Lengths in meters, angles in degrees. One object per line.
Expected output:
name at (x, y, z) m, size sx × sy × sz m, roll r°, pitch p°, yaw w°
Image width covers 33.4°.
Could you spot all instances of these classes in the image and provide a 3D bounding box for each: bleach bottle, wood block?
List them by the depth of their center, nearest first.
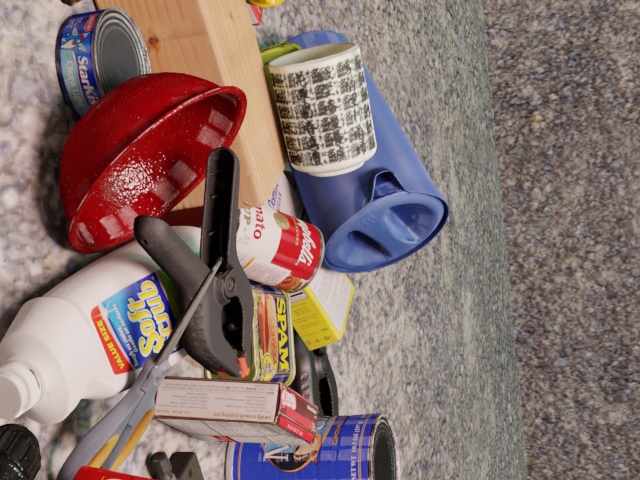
bleach bottle at (-0.145, 0.066, 0.738) m, size 0.250 × 0.068 × 0.102 m, roll -40°, pitch 125°, yaw -65°
wood block at (-0.102, -0.133, 0.878) m, size 0.090 × 0.091 × 0.206 m, roll -68°, pitch 148°, yaw -55°

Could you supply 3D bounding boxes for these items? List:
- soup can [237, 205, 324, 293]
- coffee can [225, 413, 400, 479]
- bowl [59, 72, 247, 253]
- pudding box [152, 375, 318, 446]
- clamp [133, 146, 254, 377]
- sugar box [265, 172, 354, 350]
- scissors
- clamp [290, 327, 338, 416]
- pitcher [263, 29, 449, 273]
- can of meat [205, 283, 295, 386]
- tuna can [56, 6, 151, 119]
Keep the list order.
soup can at (-0.056, 0.001, 0.959) m, size 0.102 × 0.069 × 0.068 m, roll 23°, pitch 60°, yaw -38°
coffee can at (-0.005, 0.216, 0.999) m, size 0.102 × 0.140 × 0.103 m, roll -5°, pitch 90°, yaw -72°
bowl at (-0.128, -0.065, 0.750) m, size 0.055 × 0.162 × 0.162 m, roll 47°, pitch 15°, yaw 10°
pudding box at (-0.069, 0.139, 0.868) m, size 0.090 × 0.114 × 0.039 m, roll 50°, pitch 42°, yaw -61°
clamp at (-0.084, 0.030, 0.759) m, size 0.120 × 0.039 × 0.171 m, roll -33°, pitch 121°, yaw -52°
sugar box at (-0.029, 0.016, 1.079) m, size 0.176 × 0.048 × 0.093 m, roll 56°, pitch 28°, yaw -26°
scissors at (-0.122, 0.099, 0.696) m, size 0.096 × 0.016 × 0.202 m, roll -40°, pitch 163°, yaw -48°
clamp at (-0.016, 0.133, 1.159) m, size 0.164 × 0.036 × 0.210 m, roll 1°, pitch 81°, yaw -71°
pitcher at (0.024, -0.091, 1.106) m, size 0.144 × 0.149 × 0.243 m, roll 11°, pitch 46°, yaw -46°
can of meat at (-0.067, 0.089, 0.983) m, size 0.083 × 0.057 × 0.102 m, roll 13°, pitch 72°, yaw -68°
tuna can at (-0.159, -0.127, 0.790) m, size 0.086 × 0.034 × 0.086 m, roll -5°, pitch 90°, yaw -72°
